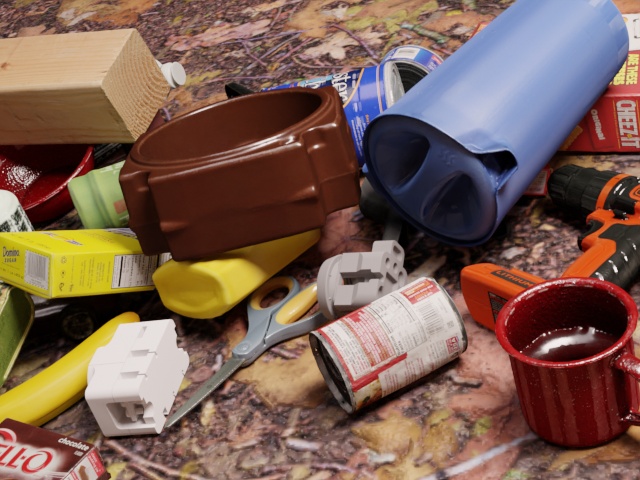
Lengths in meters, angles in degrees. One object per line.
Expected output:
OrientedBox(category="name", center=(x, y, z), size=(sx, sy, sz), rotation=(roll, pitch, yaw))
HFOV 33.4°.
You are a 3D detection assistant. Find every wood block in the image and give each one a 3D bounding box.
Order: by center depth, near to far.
OrientedBox(category="wood block", center=(-0.285, -0.167, 1.178), size=(0.206, 0.090, 0.090), rotation=(2, 52, 28))

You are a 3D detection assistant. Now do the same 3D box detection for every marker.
OrientedBox(category="marker", center=(-0.267, -0.106, 1.291), size=(0.020, 0.020, 0.121), rotation=(18, 47, 43))

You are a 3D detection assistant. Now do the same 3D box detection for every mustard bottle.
OrientedBox(category="mustard bottle", center=(-0.056, 0.002, 0.970), size=(0.096, 0.058, 0.191), rotation=(-6, 22, 44))

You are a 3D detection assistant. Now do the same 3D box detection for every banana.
OrientedBox(category="banana", center=(-0.231, 0.121, 0.909), size=(0.197, 0.037, 0.070), rotation=(-31, 34, -20))

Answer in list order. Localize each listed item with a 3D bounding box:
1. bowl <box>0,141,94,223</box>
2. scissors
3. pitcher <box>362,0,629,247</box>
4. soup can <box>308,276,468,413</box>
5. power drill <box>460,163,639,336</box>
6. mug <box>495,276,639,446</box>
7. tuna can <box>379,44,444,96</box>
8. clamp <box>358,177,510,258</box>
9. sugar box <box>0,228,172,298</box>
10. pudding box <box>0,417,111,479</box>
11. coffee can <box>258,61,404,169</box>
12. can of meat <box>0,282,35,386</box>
OrientedBox(category="bowl", center=(-0.316, -0.072, 1.210), size=(0.162, 0.055, 0.162), rotation=(-14, 45, 15))
OrientedBox(category="scissors", center=(-0.068, 0.084, 0.904), size=(0.201, 0.016, 0.096), rotation=(-32, 33, -23))
OrientedBox(category="pitcher", center=(0.150, -0.117, 0.912), size=(0.149, 0.145, 0.242), rotation=(33, 60, 22))
OrientedBox(category="soup can", center=(0.051, 0.077, 0.807), size=(0.102, 0.068, 0.069), rotation=(-26, 33, -13))
OrientedBox(category="power drill", center=(0.204, 0.007, 0.850), size=(0.187, 0.057, 0.185), rotation=(-33, 32, -21))
OrientedBox(category="mug", center=(0.179, 0.087, 0.715), size=(0.093, 0.081, 0.117), rotation=(-36, 36, -27))
OrientedBox(category="tuna can", center=(0.097, -0.163, 1.135), size=(0.086, 0.086, 0.033), rotation=(3, 39, 29))
OrientedBox(category="clamp", center=(0.077, -0.025, 0.973), size=(0.120, 0.039, 0.172), rotation=(-14, 26, -27))
OrientedBox(category="sugar box", center=(-0.194, 0.017, 0.964), size=(0.093, 0.048, 0.175), rotation=(16, 15, 40))
OrientedBox(category="pudding box", center=(-0.229, 0.185, 0.808), size=(0.114, 0.039, 0.089), rotation=(8, 40, 35))
OrientedBox(category="coffee can", center=(0.016, -0.119, 1.091), size=(0.140, 0.103, 0.102), rotation=(-10, 33, 13))
OrientedBox(category="can of meat", center=(-0.309, 0.081, 0.932), size=(0.084, 0.057, 0.102), rotation=(5, 55, 17))
